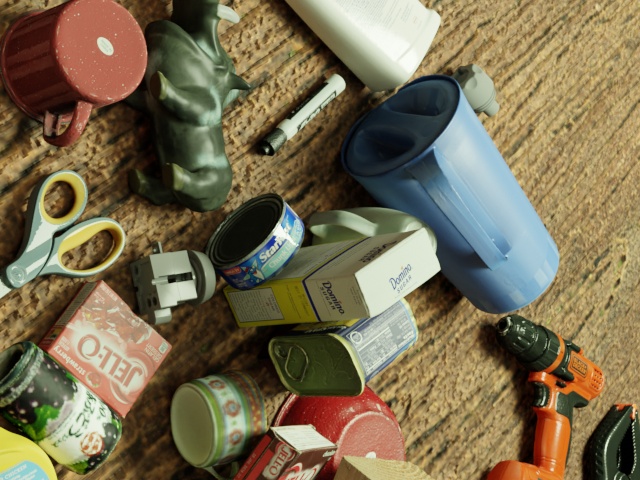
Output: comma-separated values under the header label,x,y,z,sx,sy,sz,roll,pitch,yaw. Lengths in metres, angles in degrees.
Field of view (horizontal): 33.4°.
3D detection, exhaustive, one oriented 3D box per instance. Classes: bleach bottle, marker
label,x,y,z,sx,sy,sz,roll,pitch,yaw
bleach bottle,0.004,-0.257,1.008,0.250,0.068,0.102,42,61,-28
marker,-0.018,-0.118,1.005,0.121,0.020,0.020,-46,116,-33

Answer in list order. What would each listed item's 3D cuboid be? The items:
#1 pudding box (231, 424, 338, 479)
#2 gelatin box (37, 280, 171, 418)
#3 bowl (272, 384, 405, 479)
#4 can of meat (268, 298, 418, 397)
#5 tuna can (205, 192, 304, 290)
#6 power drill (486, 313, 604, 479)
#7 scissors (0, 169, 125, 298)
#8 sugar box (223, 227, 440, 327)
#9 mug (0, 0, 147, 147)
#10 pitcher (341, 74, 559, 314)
label,x,y,z,sx,sy,sz,roll,pitch,yaw
pudding box,-0.038,0.200,0.897,0.090,0.039,0.113,-53,163,5
gelatin box,-0.171,0.087,0.851,0.089,0.030,0.073,49,58,-27
bowl,0.028,0.204,0.998,0.161,0.055,0.162,4,83,-41
can of meat,0.021,0.086,0.901,0.083,0.102,0.057,-33,106,-39
tuna can,-0.056,0.001,0.920,0.033,0.086,0.086,48,58,-29
power drill,0.240,0.191,1.178,0.184,0.057,0.187,32,67,-35
scissors,-0.231,0.006,0.800,0.201,0.016,0.096,-22,95,-48
sugar box,0.007,0.034,0.911,0.093,0.177,0.048,-32,107,-38
mug,-0.189,-0.129,0.818,0.093,0.082,0.117,19,74,-38
pitcher,0.140,-0.032,1.058,0.242,0.145,0.149,48,56,-31
